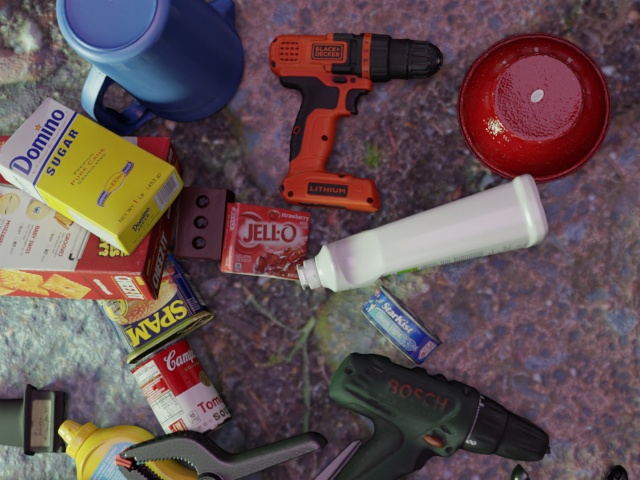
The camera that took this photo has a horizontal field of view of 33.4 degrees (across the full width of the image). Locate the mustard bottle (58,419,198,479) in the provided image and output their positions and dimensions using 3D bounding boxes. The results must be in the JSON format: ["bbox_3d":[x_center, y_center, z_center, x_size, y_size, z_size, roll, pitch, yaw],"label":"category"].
[{"bbox_3d":[-0.197,0.252,1.127,0.191,0.058,0.096,35,97,7],"label":"mustard bottle"}]

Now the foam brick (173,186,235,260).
[{"bbox_3d":[-0.123,-0.018,1.138,0.053,0.051,0.078,3,87,6],"label":"foam brick"}]

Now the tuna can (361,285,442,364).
[{"bbox_3d":[0.082,0.087,1.090,0.086,0.086,0.034,43,93,7],"label":"tuna can"}]

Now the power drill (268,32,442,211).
[{"bbox_3d":[0.032,-0.126,1.124,0.184,0.057,0.187,3,84,11],"label":"power drill"}]

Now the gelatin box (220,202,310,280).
[{"bbox_3d":[-0.057,0.001,1.118,0.089,0.030,0.073,8,86,-30],"label":"gelatin box"}]

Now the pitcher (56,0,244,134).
[{"bbox_3d":[-0.173,-0.194,1.058,0.145,0.242,0.149,-3,86,10],"label":"pitcher"}]

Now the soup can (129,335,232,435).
[{"bbox_3d":[-0.146,0.161,1.122,0.068,0.068,0.102,-32,84,4],"label":"soup can"}]

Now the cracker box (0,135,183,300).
[{"bbox_3d":[-0.263,-0.024,1.114,0.214,0.072,0.164,2,62,10],"label":"cracker box"}]

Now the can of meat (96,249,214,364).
[{"bbox_3d":[-0.178,0.070,1.137,0.102,0.057,0.084,-31,81,3],"label":"can of meat"}]

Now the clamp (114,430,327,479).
[{"bbox_3d":[-0.100,0.237,1.067,0.210,0.036,0.164,22,96,8],"label":"clamp"}]

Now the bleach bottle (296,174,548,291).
[{"bbox_3d":[0.098,0.003,1.084,0.251,0.102,0.068,-16,80,5],"label":"bleach bottle"}]

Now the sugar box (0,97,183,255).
[{"bbox_3d":[-0.233,-0.067,1.064,0.176,0.048,0.093,29,70,21],"label":"sugar box"}]

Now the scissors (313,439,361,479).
[{"bbox_3d":[-0.045,0.278,1.128,0.096,0.016,0.202,28,91,2],"label":"scissors"}]

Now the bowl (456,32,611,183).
[{"bbox_3d":[0.222,-0.142,1.103,0.162,0.055,0.162,0,86,7],"label":"bowl"}]
